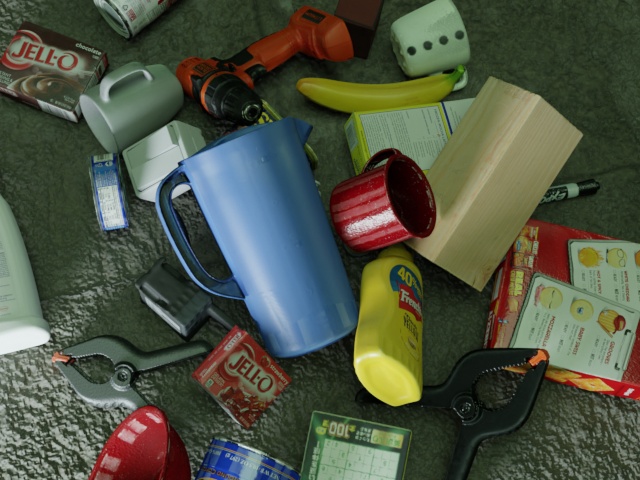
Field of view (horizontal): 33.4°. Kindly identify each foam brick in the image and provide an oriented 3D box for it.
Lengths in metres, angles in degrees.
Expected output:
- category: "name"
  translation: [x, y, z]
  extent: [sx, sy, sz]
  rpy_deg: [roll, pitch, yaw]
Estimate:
- category: "foam brick"
  translation: [0.043, -0.264, 1.286]
  extent: [0.053, 0.078, 0.051]
  rpy_deg: [17, 71, 0]

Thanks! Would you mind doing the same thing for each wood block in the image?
- category: "wood block"
  translation: [0.181, -0.063, 1.173]
  extent: [0.206, 0.090, 0.090]
  rpy_deg: [-57, 38, 3]

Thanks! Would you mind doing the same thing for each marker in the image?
- category: "marker"
  translation: [0.272, -0.055, 1.260]
  extent: [0.121, 0.020, 0.020]
  rpy_deg: [-10, 73, -6]

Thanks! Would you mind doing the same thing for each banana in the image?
- category: "banana"
  translation: [0.072, -0.177, 1.266]
  extent: [0.198, 0.069, 0.037]
  rpy_deg: [-6, 49, 5]

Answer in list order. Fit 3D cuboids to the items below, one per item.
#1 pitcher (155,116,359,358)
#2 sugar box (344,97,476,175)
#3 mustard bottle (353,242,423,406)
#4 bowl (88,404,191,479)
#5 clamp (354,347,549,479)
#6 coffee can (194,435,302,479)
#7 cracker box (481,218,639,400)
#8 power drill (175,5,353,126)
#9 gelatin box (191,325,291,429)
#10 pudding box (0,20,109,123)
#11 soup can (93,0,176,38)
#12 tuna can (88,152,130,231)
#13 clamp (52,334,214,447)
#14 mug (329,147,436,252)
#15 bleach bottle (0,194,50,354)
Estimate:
- category: "pitcher"
  translation: [-0.057, 0.001, 1.138]
  extent: [0.149, 0.144, 0.243]
  rpy_deg: [-19, 97, 29]
- category: "sugar box"
  translation: [0.124, -0.111, 1.244]
  extent: [0.176, 0.048, 0.093]
  rpy_deg: [-7, 73, -19]
- category: "mustard bottle"
  translation: [0.077, 0.075, 1.148]
  extent: [0.058, 0.096, 0.191]
  rpy_deg: [-20, 40, 26]
- category: "bowl"
  translation: [-0.179, 0.252, 1.085]
  extent: [0.055, 0.162, 0.162]
  rpy_deg: [30, 69, -28]
- category: "clamp"
  translation: [0.148, 0.172, 1.134]
  extent: [0.210, 0.036, 0.165]
  rpy_deg: [-45, 76, 13]
- category: "coffee can"
  translation: [-0.092, 0.284, 1.086]
  extent: [0.103, 0.103, 0.140]
  rpy_deg: [22, 72, 4]
- category: "cracker box"
  translation: [0.298, 0.079, 1.191]
  extent: [0.213, 0.072, 0.164]
  rpy_deg: [13, 72, 0]
- category: "power drill"
  translation: [-0.059, -0.201, 1.228]
  extent: [0.187, 0.057, 0.185]
  rpy_deg: [-28, 34, -17]
- category: "gelatin box"
  translation: [-0.084, 0.147, 1.142]
  extent: [0.073, 0.030, 0.089]
  rpy_deg: [-47, 123, -13]
- category: "pudding box"
  translation: [-0.321, -0.200, 1.265]
  extent: [0.113, 0.039, 0.090]
  rpy_deg: [22, 72, 4]
- category: "soup can"
  translation: [-0.215, -0.301, 1.290]
  extent: [0.068, 0.068, 0.102]
  rpy_deg: [44, 76, 11]
- category: "tuna can"
  translation: [-0.236, -0.055, 1.198]
  extent: [0.033, 0.086, 0.086]
  rpy_deg: [-9, 73, -8]
- category: "clamp"
  translation: [-0.202, 0.141, 1.159]
  extent: [0.171, 0.039, 0.120]
  rpy_deg: [24, 75, 4]
- category: "mug"
  translation: [0.064, -0.046, 1.135]
  extent: [0.082, 0.093, 0.117]
  rpy_deg: [-20, 55, 35]
- category: "bleach bottle"
  translation: [-0.373, -0.001, 1.186]
  extent: [0.102, 0.068, 0.251]
  rpy_deg: [-13, 71, -7]
